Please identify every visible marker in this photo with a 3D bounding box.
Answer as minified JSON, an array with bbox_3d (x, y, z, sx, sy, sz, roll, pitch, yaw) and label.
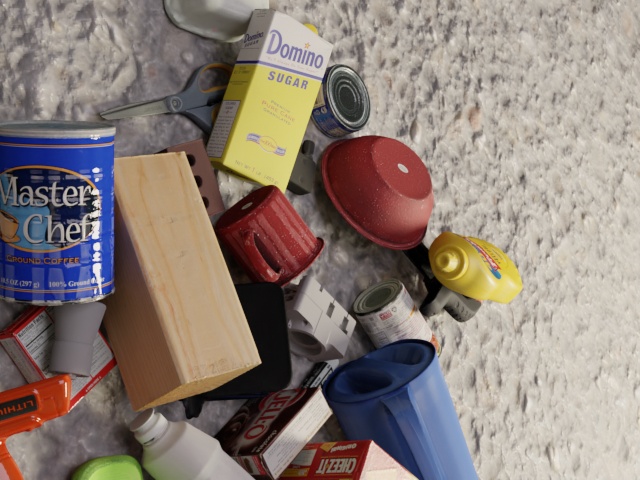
[{"bbox_3d":[-0.016,0.166,1.159,0.121,0.020,0.020,-48,115,-45],"label":"marker"}]

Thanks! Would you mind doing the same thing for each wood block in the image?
[{"bbox_3d":[-0.143,0.035,0.953,0.090,0.091,0.206,-11,74,-42],"label":"wood block"}]

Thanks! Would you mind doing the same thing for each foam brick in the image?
[{"bbox_3d":[-0.139,-0.054,1.055,0.052,0.051,0.078,-24,98,-49],"label":"foam brick"}]

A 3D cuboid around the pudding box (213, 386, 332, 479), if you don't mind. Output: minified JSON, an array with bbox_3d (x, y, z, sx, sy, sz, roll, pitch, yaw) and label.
[{"bbox_3d":[-0.054,0.191,1.052,0.113,0.090,0.039,-47,115,-45],"label":"pudding box"}]

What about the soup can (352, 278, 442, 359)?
[{"bbox_3d":[0.091,0.104,1.263,0.102,0.069,0.068,57,43,-20],"label":"soup can"}]

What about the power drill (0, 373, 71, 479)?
[{"bbox_3d":[-0.212,0.204,0.842,0.184,0.057,0.187,-14,85,-21],"label":"power drill"}]

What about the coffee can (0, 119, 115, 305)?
[{"bbox_3d":[-0.221,-0.026,0.881,0.102,0.103,0.140,-10,106,-50],"label":"coffee can"}]

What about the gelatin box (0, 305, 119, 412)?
[{"bbox_3d":[-0.227,0.094,0.926,0.073,0.030,0.089,-48,115,-43],"label":"gelatin box"}]

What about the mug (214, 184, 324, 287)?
[{"bbox_3d":[-0.057,0.001,1.098,0.081,0.093,0.117,54,19,-17],"label":"mug"}]

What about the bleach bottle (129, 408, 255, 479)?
[{"bbox_3d":[-0.091,0.253,1.000,0.250,0.103,0.068,50,43,-19],"label":"bleach bottle"}]

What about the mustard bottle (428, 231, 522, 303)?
[{"bbox_3d":[0.180,0.031,1.297,0.096,0.058,0.191,50,17,21],"label":"mustard bottle"}]

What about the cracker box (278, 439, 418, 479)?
[{"bbox_3d":[0.043,0.285,1.079,0.213,0.164,0.072,45,50,-31],"label":"cracker box"}]

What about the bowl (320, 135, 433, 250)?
[{"bbox_3d":[0.081,-0.070,1.269,0.162,0.055,0.162,24,44,-26],"label":"bowl"}]

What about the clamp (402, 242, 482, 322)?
[{"bbox_3d":[0.144,0.043,1.345,0.209,0.036,0.164,26,34,-56],"label":"clamp"}]

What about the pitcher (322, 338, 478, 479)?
[{"bbox_3d":[0.107,0.245,1.189,0.149,0.145,0.243,-41,113,-48],"label":"pitcher"}]

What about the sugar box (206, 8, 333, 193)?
[{"bbox_3d":[-0.054,-0.148,1.137,0.093,0.048,0.176,24,83,-42],"label":"sugar box"}]

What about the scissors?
[{"bbox_3d":[-0.140,-0.125,1.102,0.201,0.016,0.096,-42,111,-46],"label":"scissors"}]

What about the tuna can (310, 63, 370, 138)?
[{"bbox_3d":[0.023,-0.169,1.289,0.086,0.034,0.086,17,67,-46],"label":"tuna can"}]
